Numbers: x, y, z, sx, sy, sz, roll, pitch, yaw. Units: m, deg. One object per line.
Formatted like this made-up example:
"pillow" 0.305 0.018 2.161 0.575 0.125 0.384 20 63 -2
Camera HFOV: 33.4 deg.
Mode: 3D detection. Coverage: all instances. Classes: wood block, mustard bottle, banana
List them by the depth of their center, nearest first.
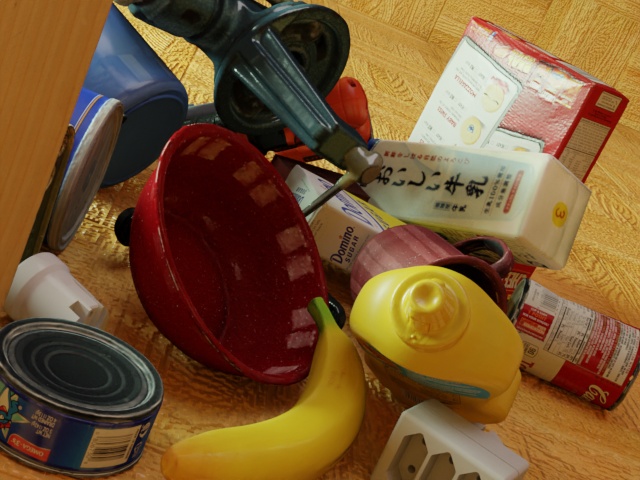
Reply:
"wood block" -0.180 -0.045 0.471 0.090 0.206 0.090 36 21 32
"banana" -0.016 0.093 0.556 0.069 0.037 0.197 37 25 5
"mustard bottle" 0.065 0.057 0.601 0.096 0.058 0.191 23 -13 16

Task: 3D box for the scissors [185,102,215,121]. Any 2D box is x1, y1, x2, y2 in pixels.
"scissors" -0.137 -0.109 0.953 0.096 0.016 0.201 -8 10 12

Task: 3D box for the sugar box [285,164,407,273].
"sugar box" 0.052 0.008 0.838 0.176 0.048 0.093 30 12 -23

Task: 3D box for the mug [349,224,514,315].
"mug" 0.081 0.032 0.754 0.093 0.117 0.082 60 -7 -30

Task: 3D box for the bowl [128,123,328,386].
"bowl" -0.061 0.015 0.628 0.162 0.055 0.162 41 37 -41

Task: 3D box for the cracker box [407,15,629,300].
"cracker box" 0.161 -0.075 0.986 0.071 0.214 0.164 10 23 -42

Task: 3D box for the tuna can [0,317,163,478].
"tuna can" -0.118 0.072 0.502 0.086 0.034 0.086 22 18 -8

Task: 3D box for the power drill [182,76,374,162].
"power drill" -0.034 -0.102 0.988 0.184 0.057 0.187 -11 1 13

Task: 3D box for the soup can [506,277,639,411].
"soup can" 0.190 0.079 0.822 0.102 0.068 0.068 25 18 4
